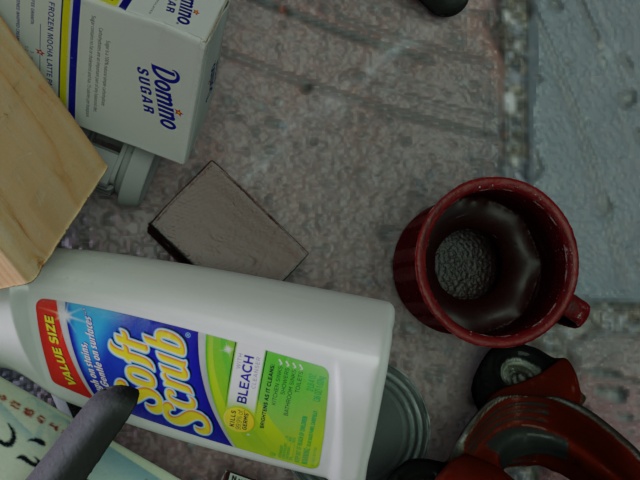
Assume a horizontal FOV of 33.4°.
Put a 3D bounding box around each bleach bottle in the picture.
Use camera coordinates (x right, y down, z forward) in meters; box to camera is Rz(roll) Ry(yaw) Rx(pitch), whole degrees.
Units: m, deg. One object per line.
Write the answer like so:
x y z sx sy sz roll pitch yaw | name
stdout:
-0.092 0.058 0.559 0.251 0.068 0.103 10 119 4 | bleach bottle

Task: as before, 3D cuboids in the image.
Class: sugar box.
-0.137 -0.109 0.528 0.176 0.093 0.048 19 53 -2 | sugar box

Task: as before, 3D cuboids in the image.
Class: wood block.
-0.201 -0.077 0.479 0.206 0.091 0.090 59 35 -32 | wood block

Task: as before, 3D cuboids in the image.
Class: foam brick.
-0.054 0.001 0.605 0.078 0.053 0.051 44 80 -4 | foam brick

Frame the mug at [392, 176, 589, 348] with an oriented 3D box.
0.100 0.019 0.616 0.117 0.081 0.093 25 83 -7 | mug

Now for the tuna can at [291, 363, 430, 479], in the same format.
0.018 0.110 0.620 0.086 0.034 0.086 1 86 -10 | tuna can
